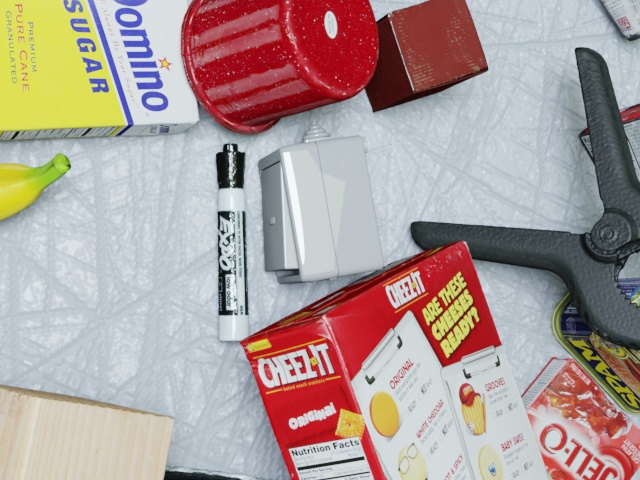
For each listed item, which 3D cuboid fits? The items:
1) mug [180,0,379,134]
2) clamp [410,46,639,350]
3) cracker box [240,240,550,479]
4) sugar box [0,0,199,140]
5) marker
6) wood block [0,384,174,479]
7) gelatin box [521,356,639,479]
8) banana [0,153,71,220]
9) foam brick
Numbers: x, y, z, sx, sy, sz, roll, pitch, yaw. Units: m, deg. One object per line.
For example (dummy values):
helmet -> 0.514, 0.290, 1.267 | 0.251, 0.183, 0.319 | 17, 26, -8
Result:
mug -> -0.013, -0.120, 0.629 | 0.117, 0.082, 0.093 | -37, 110, -44
clamp -> 0.165, 0.004, 0.645 | 0.165, 0.036, 0.210 | -41, 66, 10
cracker box -> 0.057, 0.126, 0.615 | 0.163, 0.072, 0.214 | -23, 93, -54
sugar box -> -0.161, -0.105, 0.608 | 0.176, 0.048, 0.093 | -6, 88, -21
marker -> -0.054, 0.001, 0.654 | 0.020, 0.020, 0.121 | -1, 87, -16
wood block -> -0.154, 0.182, 0.545 | 0.090, 0.090, 0.206 | 19, 78, -46
gelatin box -> 0.167, 0.133, 0.704 | 0.089, 0.030, 0.073 | 45, 76, -9
banana -> -0.239, -0.033, 0.576 | 0.197, 0.070, 0.037 | 1, 50, -21
foam brick -> 0.059, -0.116, 0.664 | 0.053, 0.078, 0.051 | -19, 93, -17
